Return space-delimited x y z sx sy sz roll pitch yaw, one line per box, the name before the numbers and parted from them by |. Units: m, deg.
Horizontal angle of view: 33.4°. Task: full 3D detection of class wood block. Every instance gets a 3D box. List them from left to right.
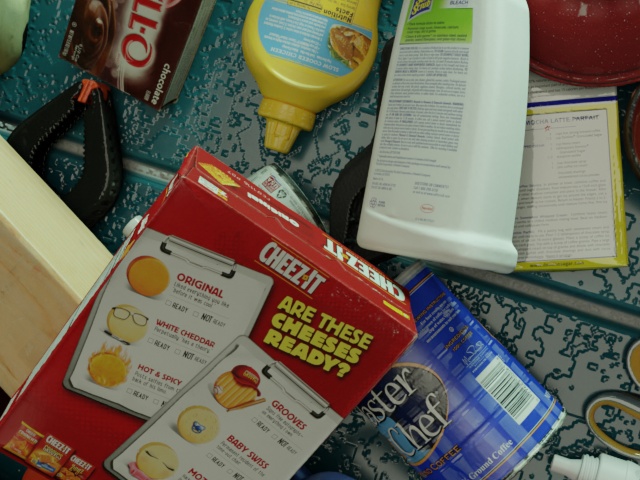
wood block | -0.230 0.002 0.738 0.090 0.090 0.206 -45 86 14

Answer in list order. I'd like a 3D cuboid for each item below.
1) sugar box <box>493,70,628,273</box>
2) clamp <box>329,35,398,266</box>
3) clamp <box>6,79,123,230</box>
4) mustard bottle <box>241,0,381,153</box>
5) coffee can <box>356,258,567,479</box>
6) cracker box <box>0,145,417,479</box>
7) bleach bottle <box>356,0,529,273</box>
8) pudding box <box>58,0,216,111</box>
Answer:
sugar box | 0.159 -0.067 0.736 0.093 0.048 0.176 -3 85 12
clamp | 0.064 -0.046 0.737 0.120 0.039 0.171 31 107 37
clamp | -0.197 -0.016 0.796 0.164 0.036 0.210 31 98 7
mustard bottle | -0.003 -0.155 0.756 0.096 0.058 0.191 17 92 -6
coffee can | 0.079 0.097 0.716 0.103 0.102 0.140 -44 83 6
cracker box | -0.071 0.076 0.647 0.164 0.072 0.214 34 109 -13
bleach bottle | 0.091 -0.111 0.667 0.103 0.067 0.251 10 90 41
pudding box | -0.129 -0.164 0.769 0.090 0.039 0.114 29 118 9
